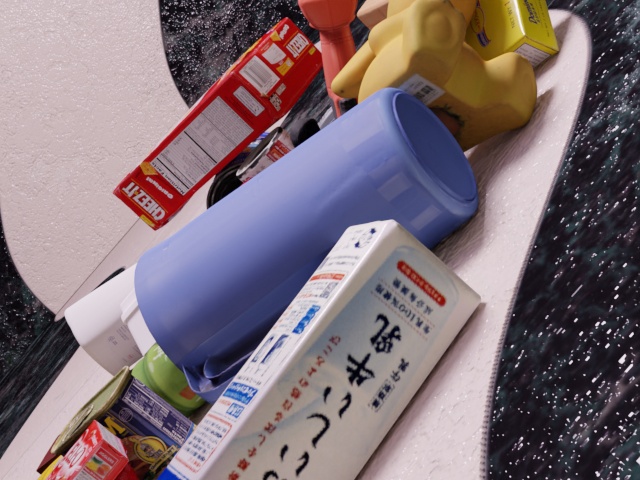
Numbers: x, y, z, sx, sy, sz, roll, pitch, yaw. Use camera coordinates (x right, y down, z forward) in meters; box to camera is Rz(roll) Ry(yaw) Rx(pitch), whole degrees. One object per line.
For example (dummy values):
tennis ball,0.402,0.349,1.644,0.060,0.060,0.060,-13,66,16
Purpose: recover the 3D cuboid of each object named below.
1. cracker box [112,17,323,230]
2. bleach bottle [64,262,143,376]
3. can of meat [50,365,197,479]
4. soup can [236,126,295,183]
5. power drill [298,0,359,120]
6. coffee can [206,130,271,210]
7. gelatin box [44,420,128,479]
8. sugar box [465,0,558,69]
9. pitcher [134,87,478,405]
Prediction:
cracker box,-0.105,-0.123,1.135,0.214,0.072,0.164,-39,12,34
bleach bottle,-0.140,0.040,1.128,0.251,0.068,0.102,-34,-32,-3
can of meat,-0.169,0.171,0.925,0.102,0.084,0.057,-42,14,29
soup can,-0.024,-0.056,1.058,0.068,0.102,0.068,-46,13,14
power drill,0.022,-0.139,0.992,0.057,0.187,0.184,-9,17,1
coffee can,-0.075,-0.063,1.252,0.103,0.102,0.140,-46,13,16
gelatin box,-0.184,0.180,0.817,0.073,0.030,0.089,-51,12,-9
sugar box,0.117,-0.153,0.910,0.177,0.048,0.093,-36,49,41
pitcher,-0.009,0.007,0.767,0.243,0.149,0.144,-36,-15,26
